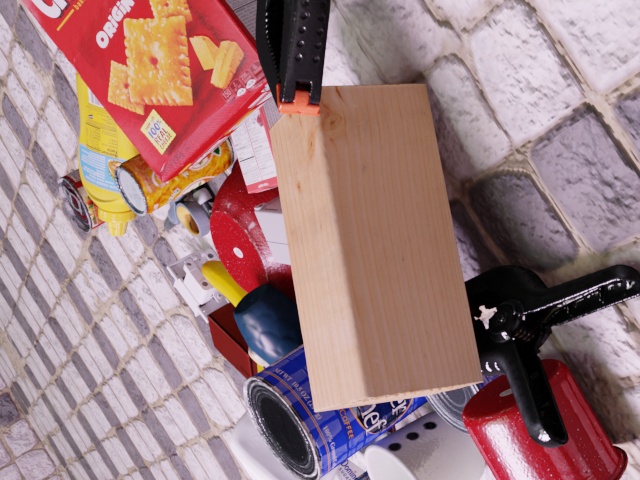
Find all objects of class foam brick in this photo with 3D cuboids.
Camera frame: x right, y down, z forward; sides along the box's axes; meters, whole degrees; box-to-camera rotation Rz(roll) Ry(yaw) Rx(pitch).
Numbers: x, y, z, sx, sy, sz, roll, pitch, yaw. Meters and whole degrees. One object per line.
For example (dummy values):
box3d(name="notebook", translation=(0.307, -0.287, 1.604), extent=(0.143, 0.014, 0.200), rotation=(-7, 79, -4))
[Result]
box3d(name="foam brick", translation=(-0.078, 0.107, 1.159), extent=(0.078, 0.051, 0.053), rotation=(39, 148, 36))

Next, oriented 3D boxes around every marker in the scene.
box3d(name="marker", translation=(-0.110, -0.024, 1.116), extent=(0.121, 0.020, 0.020), rotation=(59, 154, 1))

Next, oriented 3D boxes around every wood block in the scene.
box3d(name="wood block", translation=(0.034, 0.006, 0.731), extent=(0.090, 0.090, 0.206), rotation=(147, 116, -64))

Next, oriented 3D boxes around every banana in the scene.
box3d(name="banana", translation=(-0.072, 0.085, 1.101), extent=(0.037, 0.070, 0.198), rotation=(49, -165, -53))

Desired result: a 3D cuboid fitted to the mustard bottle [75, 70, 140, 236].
box3d(name="mustard bottle", translation=(-0.211, -0.094, 1.112), extent=(0.096, 0.058, 0.192), rotation=(19, 117, 29))

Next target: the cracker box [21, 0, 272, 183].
box3d(name="cracker box", translation=(-0.131, -0.177, 0.846), extent=(0.164, 0.072, 0.213), rotation=(-36, 92, 40))

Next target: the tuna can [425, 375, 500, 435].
box3d(name="tuna can", translation=(0.114, 0.111, 0.848), extent=(0.086, 0.033, 0.086), rotation=(41, 149, 32))

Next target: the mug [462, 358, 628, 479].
box3d(name="mug", translation=(0.153, 0.133, 0.749), extent=(0.081, 0.093, 0.117), rotation=(59, -164, -6))

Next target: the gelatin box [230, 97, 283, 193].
box3d(name="gelatin box", translation=(-0.048, -0.089, 0.914), extent=(0.073, 0.030, 0.089), rotation=(-10, 97, 62))

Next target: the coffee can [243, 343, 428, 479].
box3d(name="coffee can", translation=(0.020, 0.125, 0.905), extent=(0.103, 0.140, 0.103), rotation=(41, 148, 32))

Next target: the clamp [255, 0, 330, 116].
box3d(name="clamp", translation=(-0.025, -0.178, 0.705), extent=(0.165, 0.036, 0.210), rotation=(151, 118, -68))

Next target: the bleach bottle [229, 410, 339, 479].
box3d(name="bleach bottle", translation=(-0.039, 0.227, 1.067), extent=(0.102, 0.068, 0.251), rotation=(40, 163, 9))

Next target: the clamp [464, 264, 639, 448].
box3d(name="clamp", translation=(0.131, 0.068, 0.703), extent=(0.039, 0.120, 0.172), rotation=(35, 166, -22))

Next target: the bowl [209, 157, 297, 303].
box3d(name="bowl", translation=(-0.057, 0.001, 1.009), extent=(0.162, 0.055, 0.162), rotation=(41, 148, 32))

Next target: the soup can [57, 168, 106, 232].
box3d(name="soup can", translation=(-0.234, -0.062, 1.198), extent=(0.069, 0.102, 0.068), rotation=(41, 149, 32))

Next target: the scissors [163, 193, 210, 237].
box3d(name="scissors", translation=(-0.165, -0.045, 1.171), extent=(0.096, 0.016, 0.202), rotation=(66, 161, -15))
